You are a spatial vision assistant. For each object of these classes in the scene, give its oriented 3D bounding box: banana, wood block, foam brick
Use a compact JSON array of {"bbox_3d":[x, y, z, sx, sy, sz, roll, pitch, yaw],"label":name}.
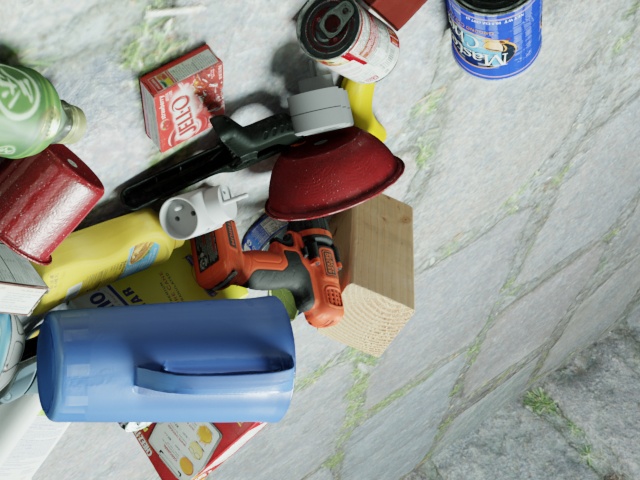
[{"bbox_3d":[0.051,-0.152,1.205,0.069,0.037,0.198,-33,156,-15],"label":"banana"},{"bbox_3d":[0.058,0.033,1.334,0.091,0.090,0.206,-57,-163,35],"label":"wood block"},{"bbox_3d":[0.063,-0.247,1.029,0.051,0.053,0.078,-45,158,13],"label":"foam brick"}]

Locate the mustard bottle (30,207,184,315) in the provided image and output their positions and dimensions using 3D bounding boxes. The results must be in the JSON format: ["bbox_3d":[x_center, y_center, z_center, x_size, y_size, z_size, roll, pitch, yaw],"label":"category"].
[{"bbox_3d":[-0.209,0.011,1.074,0.191,0.058,0.096,-23,162,-35],"label":"mustard bottle"}]

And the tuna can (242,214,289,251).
[{"bbox_3d":[-0.054,-0.003,1.321,0.086,0.034,0.086,-33,156,-17],"label":"tuna can"}]

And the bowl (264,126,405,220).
[{"bbox_3d":[0.007,-0.081,1.154,0.161,0.162,0.055,-29,113,-24],"label":"bowl"}]

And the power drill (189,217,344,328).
[{"bbox_3d":[-0.058,0.001,1.200,0.187,0.184,0.057,13,142,-40],"label":"power drill"}]

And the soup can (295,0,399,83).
[{"bbox_3d":[0.029,-0.197,1.048,0.068,0.068,0.102,-46,157,15],"label":"soup can"}]

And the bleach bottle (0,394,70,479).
[{"bbox_3d":[-0.317,0.189,1.236,0.251,0.068,0.102,-49,156,16],"label":"bleach bottle"}]

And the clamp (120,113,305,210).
[{"bbox_3d":[-0.081,-0.095,1.064,0.209,0.036,0.165,-23,174,-43],"label":"clamp"}]

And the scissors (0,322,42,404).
[{"bbox_3d":[-0.340,0.147,1.161,0.202,0.096,0.016,-14,-164,4],"label":"scissors"}]

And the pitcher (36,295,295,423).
[{"bbox_3d":[-0.150,0.123,1.061,0.242,0.145,0.149,1,143,-24],"label":"pitcher"}]

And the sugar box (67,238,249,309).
[{"bbox_3d":[-0.177,0.065,1.173,0.176,0.093,0.048,-30,176,-25],"label":"sugar box"}]

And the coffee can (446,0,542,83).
[{"bbox_3d":[0.189,-0.249,1.153,0.103,0.103,0.140,-38,157,-5],"label":"coffee can"}]

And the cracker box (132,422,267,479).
[{"bbox_3d":[-0.153,0.193,1.320,0.071,0.164,0.214,-19,159,-48],"label":"cracker box"}]

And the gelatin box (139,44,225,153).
[{"bbox_3d":[-0.126,-0.129,0.984,0.073,0.030,0.089,-31,155,-20],"label":"gelatin box"}]

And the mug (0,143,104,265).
[{"bbox_3d":[-0.245,-0.045,0.896,0.081,0.093,0.117,-47,125,4],"label":"mug"}]

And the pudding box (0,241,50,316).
[{"bbox_3d":[-0.298,0.018,0.913,0.039,0.090,0.113,-47,157,14],"label":"pudding box"}]
